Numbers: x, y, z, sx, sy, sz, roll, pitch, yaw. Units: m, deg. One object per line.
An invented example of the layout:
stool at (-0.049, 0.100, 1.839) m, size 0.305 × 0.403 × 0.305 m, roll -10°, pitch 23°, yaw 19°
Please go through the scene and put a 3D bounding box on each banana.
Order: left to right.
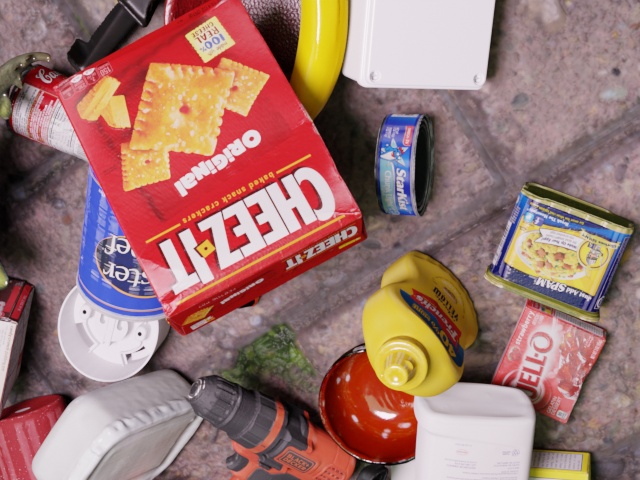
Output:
banana at (-0.008, -0.185, 0.846) m, size 0.070 × 0.037 × 0.198 m, roll 3°, pitch 105°, yaw 41°

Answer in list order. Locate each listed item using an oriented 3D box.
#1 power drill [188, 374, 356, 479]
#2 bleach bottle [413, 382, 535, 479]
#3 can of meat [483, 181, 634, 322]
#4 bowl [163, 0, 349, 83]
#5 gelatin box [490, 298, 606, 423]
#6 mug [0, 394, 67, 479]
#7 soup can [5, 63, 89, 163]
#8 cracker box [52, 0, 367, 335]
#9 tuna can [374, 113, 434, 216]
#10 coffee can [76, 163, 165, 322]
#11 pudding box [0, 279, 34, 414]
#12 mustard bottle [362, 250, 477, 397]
power drill at (-0.088, 0.214, 0.992) m, size 0.184 × 0.057 × 0.188 m, roll 34°, pitch 119°, yaw -27°
bleach bottle at (0.121, 0.247, 0.919) m, size 0.102 × 0.068 × 0.251 m, roll 4°, pitch 112°, yaw 0°
can of meat at (0.199, 0.008, 0.888) m, size 0.102 × 0.057 × 0.084 m, roll 21°, pitch 107°, yaw 8°
bowl at (-0.049, -0.181, 0.905) m, size 0.162 × 0.055 × 0.162 m, roll 4°, pitch 106°, yaw 14°
gelatin box at (0.197, 0.105, 0.929) m, size 0.073 × 0.030 × 0.089 m, roll 24°, pitch 110°, yaw 8°
mug at (-0.290, 0.205, 1.071) m, size 0.117 × 0.093 × 0.081 m, roll -7°, pitch 100°, yaw 55°
soup can at (-0.223, -0.110, 0.967) m, size 0.102 × 0.068 × 0.068 m, roll 24°, pitch 110°, yaw 8°
cracker box at (-0.086, -0.062, 0.817) m, size 0.164 × 0.072 × 0.214 m, roll -28°, pitch 73°, yaw -2°
tuna can at (0.071, -0.063, 0.889) m, size 0.034 × 0.086 × 0.086 m, roll 4°, pitch 106°, yaw 16°
coffee can at (-0.157, -0.013, 0.938) m, size 0.103 × 0.102 × 0.140 m, roll 22°, pitch 126°, yaw 9°
pudding box at (-0.312, 0.105, 1.038) m, size 0.039 × 0.090 × 0.113 m, roll 12°, pitch 109°, yaw -8°
mustard bottle at (0.078, 0.075, 0.867) m, size 0.058 × 0.191 × 0.096 m, roll -36°, pitch 93°, yaw 21°
